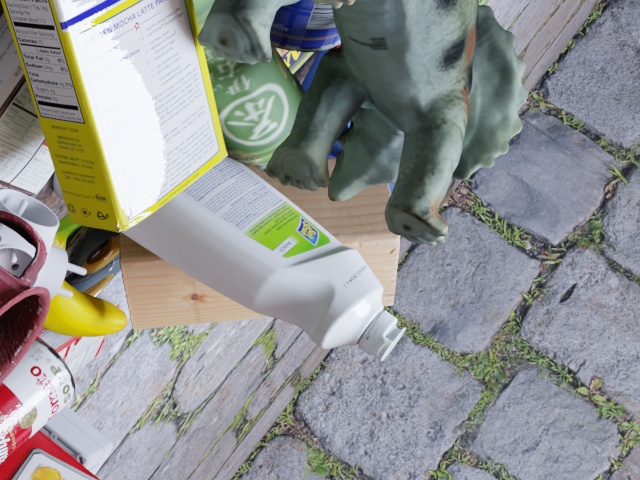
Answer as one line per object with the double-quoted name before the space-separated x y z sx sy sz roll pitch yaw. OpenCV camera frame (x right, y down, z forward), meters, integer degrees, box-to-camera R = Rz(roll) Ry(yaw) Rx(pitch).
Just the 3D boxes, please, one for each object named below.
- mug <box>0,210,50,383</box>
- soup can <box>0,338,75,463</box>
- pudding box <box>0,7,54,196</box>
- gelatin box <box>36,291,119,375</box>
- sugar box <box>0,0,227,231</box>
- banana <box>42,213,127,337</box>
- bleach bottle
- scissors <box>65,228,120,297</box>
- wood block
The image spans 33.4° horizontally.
"mug" -0.209 0.032 0.611 0.117 0.081 0.093 -53 172 -13
"soup can" -0.245 0.127 0.809 0.102 0.068 0.069 -44 166 -44
"pudding box" -0.158 -0.084 0.588 0.113 0.039 0.090 -57 167 0
"gelatin box" -0.219 0.090 0.914 0.089 0.030 0.073 -41 165 -50
"sugar box" -0.105 -0.102 0.532 0.093 0.048 0.176 -44 132 -43
"banana" -0.189 0.039 0.792 0.069 0.037 0.198 -12 157 -7
"bleach bottle" -0.055 0.001 0.729 0.102 0.251 0.068 -42 164 -49
"scissors" -0.159 -0.004 0.915 0.201 0.016 0.096 -45 166 -42
"wood block" -0.049 0.001 0.833 0.091 0.206 0.090 91 -8 -50
